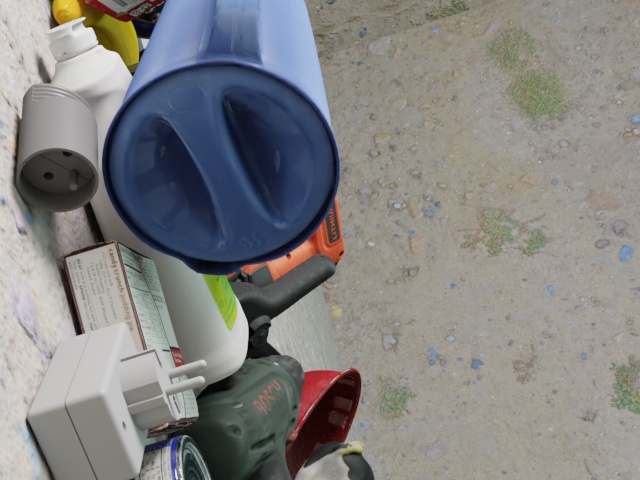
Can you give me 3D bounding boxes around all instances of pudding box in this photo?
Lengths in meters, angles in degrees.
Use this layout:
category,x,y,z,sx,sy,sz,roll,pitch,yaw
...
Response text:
category,x,y,z,sx,sy,sz,roll,pitch,yaw
pudding box,-0.112,0.061,0.634,0.090,0.039,0.113,55,16,-80

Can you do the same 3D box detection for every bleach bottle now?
category,x,y,z,sx,sy,sz,roll,pitch,yaw
bleach bottle,-0.124,-0.027,0.727,0.102,0.068,0.251,-93,163,-70

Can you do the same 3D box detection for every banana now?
category,x,y,z,sx,sy,sz,roll,pitch,yaw
banana,-0.175,-0.170,0.855,0.198,0.037,0.069,61,11,-78

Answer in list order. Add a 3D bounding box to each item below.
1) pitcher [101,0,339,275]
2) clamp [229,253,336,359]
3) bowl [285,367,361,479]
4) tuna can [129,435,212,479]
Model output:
category,x,y,z,sx,sy,sz,roll,pitch,yaw
pitcher,-0.057,-0.108,0.687,0.145,0.149,0.243,45,21,-26
clamp,-0.059,0.078,0.890,0.039,0.171,0.120,27,-63,38
bowl,-0.026,0.178,0.973,0.162,0.055,0.162,-50,155,-34
tuna can,-0.083,0.159,0.625,0.086,0.034,0.086,-18,91,-88
